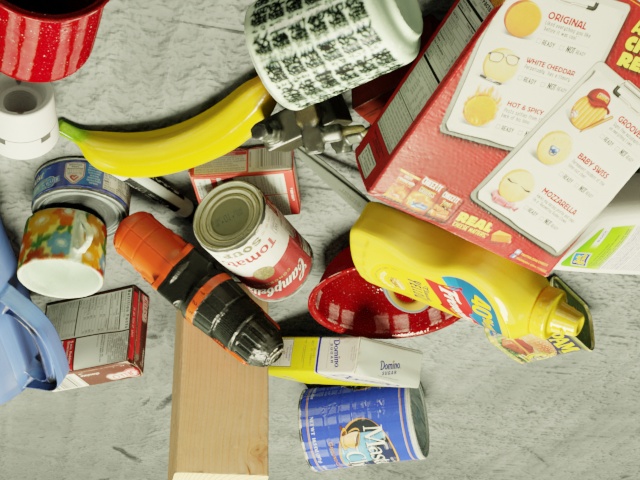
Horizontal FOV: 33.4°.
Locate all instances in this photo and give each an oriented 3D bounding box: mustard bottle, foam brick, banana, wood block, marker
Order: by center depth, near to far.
[{"bbox_3d":[0.067,-0.120,0.789,0.078,0.051,0.052,-24,141,32],"label":"foam brick"},{"bbox_3d":[0.119,0.032,0.854,0.192,0.058,0.096,22,157,29],"label":"mustard bottle"},{"bbox_3d":[-0.113,-0.085,0.854,0.198,0.037,0.069,-12,148,17],"label":"banana"},{"bbox_3d":[-0.139,-0.041,0.943,0.020,0.020,0.121,-22,143,30],"label":"marker"},{"bbox_3d":[-0.103,0.152,1.083,0.090,0.206,0.090,5,149,-12],"label":"wood block"}]

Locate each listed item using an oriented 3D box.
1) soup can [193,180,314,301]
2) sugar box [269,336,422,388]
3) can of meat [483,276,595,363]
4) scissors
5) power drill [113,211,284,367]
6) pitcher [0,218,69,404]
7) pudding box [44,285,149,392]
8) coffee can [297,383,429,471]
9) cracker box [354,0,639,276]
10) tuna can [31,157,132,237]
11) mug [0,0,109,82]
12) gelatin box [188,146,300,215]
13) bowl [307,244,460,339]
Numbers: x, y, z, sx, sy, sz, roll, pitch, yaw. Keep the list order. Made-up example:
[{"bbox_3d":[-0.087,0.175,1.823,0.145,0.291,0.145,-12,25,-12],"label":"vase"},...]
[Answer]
[{"bbox_3d":[-0.056,0.001,0.910,0.069,0.068,0.102,-13,149,19],"label":"soup can"},{"bbox_3d":[0.015,0.131,1.150,0.093,0.048,0.177,17,167,-37],"label":"sugar box"},{"bbox_3d":[0.231,0.088,1.133,0.084,0.057,0.102,-18,144,31],"label":"can of meat"},{"bbox_3d":[0.044,-0.002,0.940,0.201,0.016,0.096,25,106,-18],"label":"scissors"},{"bbox_3d":[-0.092,0.060,0.970,0.057,0.184,0.187,-47,162,-7],"label":"power drill"},{"bbox_3d":[-0.326,0.052,0.986,0.149,0.145,0.243,-13,148,-14],"label":"pitcher"},{"bbox_3d":[-0.236,0.102,1.109,0.114,0.090,0.039,-11,146,17],"label":"pudding box"},{"bbox_3d":[0.054,0.223,1.306,0.140,0.103,0.102,-10,148,15],"label":"coffee can"},{"bbox_3d":[0.148,-0.097,0.726,0.164,0.072,0.214,23,117,-24],"label":"cracker box"},{"bbox_3d":[-0.209,-0.035,0.936,0.086,0.034,0.086,-1,149,-1],"label":"tuna can"},{"bbox_3d":[-0.191,-0.162,0.688,0.117,0.093,0.082,36,148,0],"label":"mug"},{"bbox_3d":[-0.064,-0.049,0.922,0.089,0.030,0.073,-4,150,3],"label":"gelatin box"},{"bbox_3d":[0.068,0.039,1.047,0.162,0.055,0.162,-1,149,-1],"label":"bowl"}]
